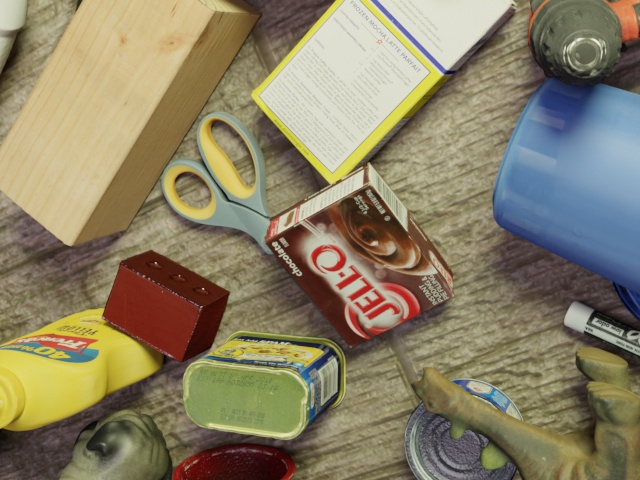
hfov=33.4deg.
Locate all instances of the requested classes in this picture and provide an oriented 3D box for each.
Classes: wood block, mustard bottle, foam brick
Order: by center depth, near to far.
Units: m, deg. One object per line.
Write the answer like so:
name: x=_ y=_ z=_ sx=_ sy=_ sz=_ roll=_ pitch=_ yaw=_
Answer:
mustard bottle: x=-0.199 y=0.097 z=0.790 sx=0.096 sy=0.191 sz=0.058 roll=8 pitch=101 yaw=18
wood block: x=-0.147 y=-0.108 z=0.792 sx=0.090 sy=0.090 sz=0.206 roll=38 pitch=109 yaw=10
foam brick: x=-0.119 y=0.050 z=0.828 sx=0.078 sy=0.053 sz=0.051 roll=27 pitch=106 yaw=13

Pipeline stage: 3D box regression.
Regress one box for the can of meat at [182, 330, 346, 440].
can of meat: x=-0.041 y=0.107 z=0.793 sx=0.102 sy=0.083 sz=0.057 roll=4 pitch=100 yaw=19

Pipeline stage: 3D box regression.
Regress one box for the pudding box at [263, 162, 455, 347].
pudding box: x=0.029 y=0.012 z=0.756 sx=0.090 sy=0.039 sz=0.113 roll=-29 pitch=113 yaw=21

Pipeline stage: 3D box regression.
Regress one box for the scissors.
scissors: x=-0.055 y=0.001 z=0.818 sx=0.096 sy=0.016 sz=0.202 roll=-23 pitch=91 yaw=23

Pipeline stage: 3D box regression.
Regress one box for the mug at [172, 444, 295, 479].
mug: x=-0.071 y=0.210 z=0.826 sx=0.117 sy=0.093 sz=0.081 roll=12 pitch=110 yaw=49

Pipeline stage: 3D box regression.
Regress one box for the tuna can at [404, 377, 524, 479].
tuna can: x=0.104 y=0.145 z=0.774 sx=0.086 sy=0.033 sz=0.086 roll=3 pitch=100 yaw=19

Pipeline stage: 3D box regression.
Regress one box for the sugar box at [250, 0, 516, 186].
sugar box: x=0.043 y=-0.131 z=0.746 sx=0.176 sy=0.048 sz=0.093 roll=-44 pitch=84 yaw=17
